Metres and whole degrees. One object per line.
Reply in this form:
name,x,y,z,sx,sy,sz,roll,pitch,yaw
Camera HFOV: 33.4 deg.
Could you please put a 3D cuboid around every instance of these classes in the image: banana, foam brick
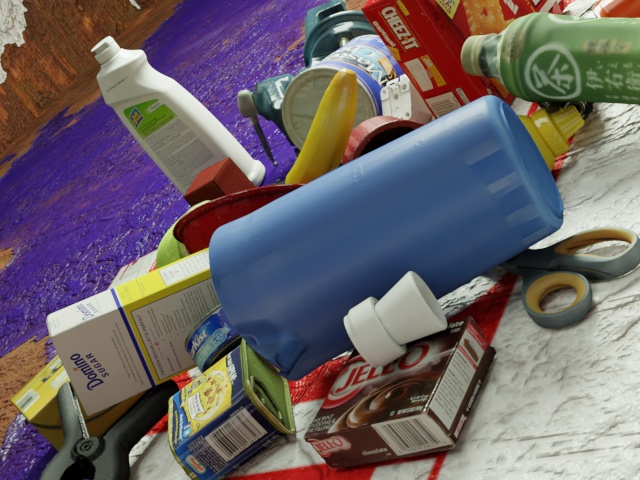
banana,-0.004,-0.084,1.000,0.198,0.037,0.069,126,141,-62
foam brick,-0.109,-0.047,1.231,0.053,0.078,0.051,-22,28,37

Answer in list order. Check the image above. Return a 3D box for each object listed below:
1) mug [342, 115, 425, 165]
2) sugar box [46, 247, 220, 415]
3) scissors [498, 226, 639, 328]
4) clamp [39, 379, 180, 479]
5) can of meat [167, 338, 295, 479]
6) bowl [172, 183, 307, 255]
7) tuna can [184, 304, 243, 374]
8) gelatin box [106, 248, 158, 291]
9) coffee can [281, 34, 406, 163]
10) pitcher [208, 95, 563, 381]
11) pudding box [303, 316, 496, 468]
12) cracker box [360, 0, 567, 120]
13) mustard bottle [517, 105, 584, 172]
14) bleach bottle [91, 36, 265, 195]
mug,0.057,-0.062,0.981,0.117,0.093,0.081,-44,16,4
sugar box,-0.143,0.076,0.944,0.176,0.093,0.048,-21,31,-9
scissors,0.138,0.028,0.764,0.202,0.016,0.096,-11,35,51
clamp,-0.206,0.185,0.934,0.120,0.039,0.171,-2,40,26
can of meat,-0.072,0.135,0.836,0.084,0.057,0.102,-37,21,9
bowl,-0.057,0.001,1.015,0.162,0.055,0.162,-12,-16,-4
tuna can,-0.070,0.082,0.904,0.086,0.034,0.086,-30,-24,-15
gelatin box,-0.216,0.051,1.276,0.089,0.030,0.073,-25,27,33
coffee can,0.034,-0.152,1.134,0.103,0.103,0.140,-25,11,32
pitcher,0.048,-0.011,0.792,0.243,0.149,0.144,-29,-13,20
pudding box,0.053,0.104,0.718,0.114,0.039,0.090,-19,28,41
cracker box,0.151,-0.231,1.059,0.072,0.164,0.213,-13,33,46
mustard bottle,0.129,-0.051,0.878,0.192,0.058,0.096,-32,17,16
bleach bottle,-0.182,-0.148,1.313,0.103,0.250,0.068,-31,22,19
